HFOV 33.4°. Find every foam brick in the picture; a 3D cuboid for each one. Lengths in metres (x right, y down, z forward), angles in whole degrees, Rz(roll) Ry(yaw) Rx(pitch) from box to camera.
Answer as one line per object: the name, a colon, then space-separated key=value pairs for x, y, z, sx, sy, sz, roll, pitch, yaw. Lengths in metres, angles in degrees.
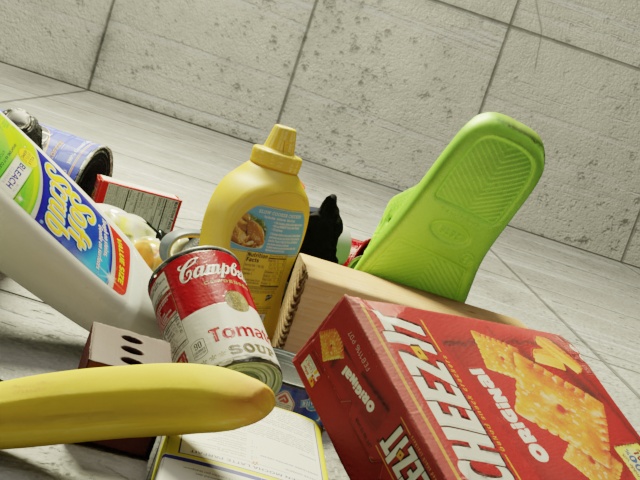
foam brick: x=-0.120 y=0.089 z=0.641 sx=0.053 sy=0.051 sz=0.078 roll=16 pitch=9 yaw=-14

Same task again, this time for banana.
banana: x=-0.115 y=0.088 z=0.544 sx=0.198 sy=0.037 sz=0.069 roll=-8 pitch=10 yaw=7

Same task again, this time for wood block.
wood block: x=0.069 y=0.089 z=0.899 sx=0.206 sy=0.091 sz=0.090 roll=17 pitch=9 yaw=-9

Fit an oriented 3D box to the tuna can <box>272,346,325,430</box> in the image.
tuna can: x=-0.029 y=0.106 z=0.777 sx=0.086 sy=0.034 sz=0.086 roll=18 pitch=9 yaw=-3

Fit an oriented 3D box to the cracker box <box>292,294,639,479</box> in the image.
cracker box: x=0.109 y=0.122 z=0.665 sx=0.213 sy=0.072 sz=0.164 roll=13 pitch=33 yaw=-38

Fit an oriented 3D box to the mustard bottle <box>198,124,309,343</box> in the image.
mustard bottle: x=-0.056 y=0.001 z=0.852 sx=0.058 sy=0.192 sz=0.096 roll=26 pitch=12 yaw=40

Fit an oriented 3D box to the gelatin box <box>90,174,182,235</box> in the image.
gelatin box: x=-0.194 y=-0.021 z=1.093 sx=0.089 sy=0.073 sz=0.030 roll=14 pitch=10 yaw=-25

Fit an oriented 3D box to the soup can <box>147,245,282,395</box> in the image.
soup can: x=-0.072 y=0.063 z=0.724 sx=0.068 sy=0.069 sz=0.102 roll=11 pitch=39 yaw=-37

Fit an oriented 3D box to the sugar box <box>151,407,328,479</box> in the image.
sugar box: x=-0.043 y=0.132 z=0.557 sx=0.093 sy=0.048 sz=0.176 roll=17 pitch=12 yaw=-6

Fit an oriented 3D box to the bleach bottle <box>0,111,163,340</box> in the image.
bleach bottle: x=-0.186 y=-0.001 z=0.766 sx=0.250 sy=0.068 sz=0.102 roll=42 pitch=27 yaw=-22
